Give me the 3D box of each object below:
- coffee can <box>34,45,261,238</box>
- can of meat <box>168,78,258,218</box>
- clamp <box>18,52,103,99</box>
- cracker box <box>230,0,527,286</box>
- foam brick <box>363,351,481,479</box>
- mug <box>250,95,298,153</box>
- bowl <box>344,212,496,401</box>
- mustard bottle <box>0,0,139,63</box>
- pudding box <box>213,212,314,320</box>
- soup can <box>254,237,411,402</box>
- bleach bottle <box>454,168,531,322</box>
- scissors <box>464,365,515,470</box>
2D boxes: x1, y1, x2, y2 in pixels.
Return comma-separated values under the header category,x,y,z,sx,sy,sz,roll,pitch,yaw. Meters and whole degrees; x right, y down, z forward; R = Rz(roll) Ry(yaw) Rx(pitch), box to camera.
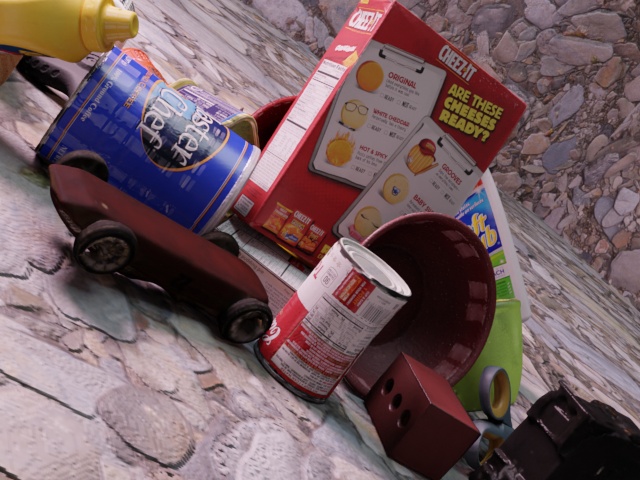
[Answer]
category,x,y,z,sx,sy,sz,roll,pitch,yaw
coffee can,-0.132,-0.069,0.822,0.140,0.103,0.103,36,13,-13
can of meat,-0.098,-0.078,0.930,0.084,0.057,0.102,31,-39,35
clamp,-0.216,-0.146,0.976,0.210,0.036,0.164,33,30,15
cracker box,0.048,-0.071,0.902,0.164,0.214,0.072,31,3,-29
foam brick,0.075,0.133,0.807,0.051,0.053,0.078,33,12,-24
mug,-0.017,-0.091,1.078,0.081,0.117,0.093,60,3,-40
bowl,0.064,0.052,0.871,0.162,0.162,0.055,31,-5,-32
mustard bottle,-0.224,-0.160,0.769,0.192,0.058,0.096,4,10,11
pudding box,-0.046,0.028,0.874,0.113,0.039,0.090,37,12,0
soup can,0.009,0.057,0.771,0.068,0.102,0.068,36,13,-10
bleach bottle,0.154,-0.018,1.184,0.068,0.102,0.251,-94,165,-75
scissors,0.166,0.155,0.936,0.016,0.096,0.201,6,-1,27
